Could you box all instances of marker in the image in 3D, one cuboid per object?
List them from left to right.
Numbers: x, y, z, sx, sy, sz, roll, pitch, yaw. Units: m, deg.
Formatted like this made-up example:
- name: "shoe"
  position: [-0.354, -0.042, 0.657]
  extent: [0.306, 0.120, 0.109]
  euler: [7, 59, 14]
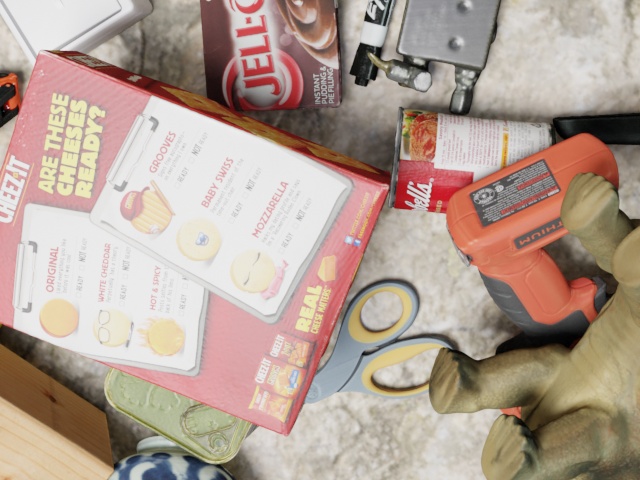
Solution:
- name: "marker"
  position: [0.042, -0.162, 0.712]
  extent: [0.020, 0.020, 0.121]
  euler: [14, 102, 2]

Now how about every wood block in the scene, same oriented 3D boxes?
- name: "wood block"
  position: [-0.250, 0.114, 0.717]
  extent: [0.206, 0.091, 0.090]
  euler: [39, 95, -23]

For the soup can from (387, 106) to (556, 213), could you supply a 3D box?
- name: "soup can"
  position: [0.098, -0.050, 0.704]
  extent: [0.102, 0.068, 0.068]
  euler: [6, 101, 3]

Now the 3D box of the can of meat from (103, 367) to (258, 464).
- name: "can of meat"
  position: [-0.084, 0.100, 0.733]
  extent: [0.102, 0.084, 0.057]
  euler: [27, 100, 9]

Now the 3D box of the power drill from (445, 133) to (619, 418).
- name: "power drill"
  position: [0.173, 0.024, 0.681]
  extent: [0.184, 0.057, 0.187]
  euler: [-26, 127, 7]

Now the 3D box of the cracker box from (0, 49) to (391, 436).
- name: "cracker box"
  position: [-0.085, -0.002, 0.643]
  extent: [0.213, 0.072, 0.164]
  euler: [21, 101, 2]

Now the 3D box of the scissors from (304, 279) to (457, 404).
- name: "scissors"
  position: [-0.003, 0.087, 0.766]
  extent: [0.202, 0.016, 0.096]
  euler: [-11, 98, 7]

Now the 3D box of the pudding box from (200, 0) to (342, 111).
- name: "pudding box"
  position: [-0.033, -0.143, 0.712]
  extent: [0.090, 0.039, 0.113]
  euler: [-2, 101, 6]
